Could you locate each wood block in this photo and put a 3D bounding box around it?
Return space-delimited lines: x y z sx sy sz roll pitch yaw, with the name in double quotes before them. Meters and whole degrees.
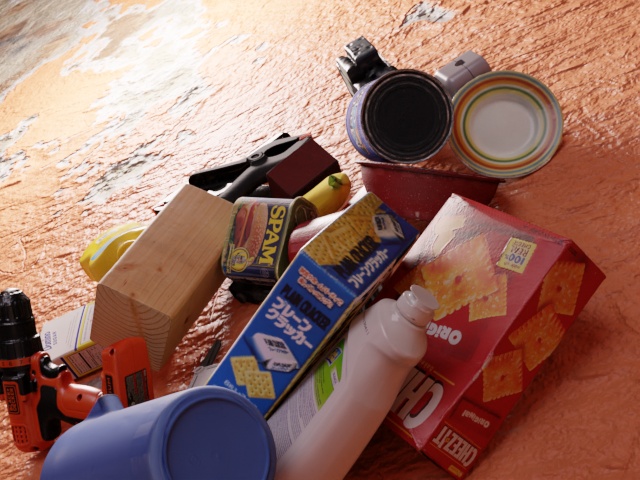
"wood block" -0.167 0.037 1.211 0.090 0.091 0.205 24 40 7

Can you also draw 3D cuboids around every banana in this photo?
"banana" -0.023 -0.037 1.260 0.198 0.069 0.037 -35 61 43

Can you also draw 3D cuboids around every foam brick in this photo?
"foam brick" -0.020 -0.077 1.319 0.078 0.053 0.051 -40 63 -13

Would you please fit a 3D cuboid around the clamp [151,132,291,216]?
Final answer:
"clamp" -0.126 -0.064 1.426 0.210 0.036 0.164 -24 31 5

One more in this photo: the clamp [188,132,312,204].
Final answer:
"clamp" -0.080 -0.086 1.358 0.171 0.039 0.120 -25 35 -5

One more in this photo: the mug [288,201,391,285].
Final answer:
"mug" 0.022 0.003 1.151 0.082 0.093 0.117 -15 39 33

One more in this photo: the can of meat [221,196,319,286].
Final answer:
"can of meat" -0.058 0.001 1.193 0.084 0.057 0.102 4 74 33

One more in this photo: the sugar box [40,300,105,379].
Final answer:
"sugar box" -0.258 0.108 1.287 0.176 0.048 0.093 -26 30 14

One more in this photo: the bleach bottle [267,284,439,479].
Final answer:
"bleach bottle" 0.014 0.142 0.877 0.251 0.068 0.102 -53 24 22

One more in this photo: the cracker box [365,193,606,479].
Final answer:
"cracker box" 0.118 0.075 0.933 0.213 0.072 0.164 -53 35 -5

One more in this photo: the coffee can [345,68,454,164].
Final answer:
"coffee can" 0.086 -0.137 1.203 0.103 0.103 0.140 -32 6 -2

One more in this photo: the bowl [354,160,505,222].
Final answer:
"bowl" 0.113 -0.048 1.133 0.162 0.161 0.055 11 94 48

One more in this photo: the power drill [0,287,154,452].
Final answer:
"power drill" -0.269 0.140 1.145 0.188 0.184 0.057 -2 11 32

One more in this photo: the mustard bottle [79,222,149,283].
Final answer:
"mustard bottle" -0.246 0.017 1.340 0.096 0.058 0.192 -34 12 -15

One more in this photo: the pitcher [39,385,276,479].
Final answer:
"pitcher" -0.135 0.205 0.892 0.144 0.149 0.243 -51 12 -34
